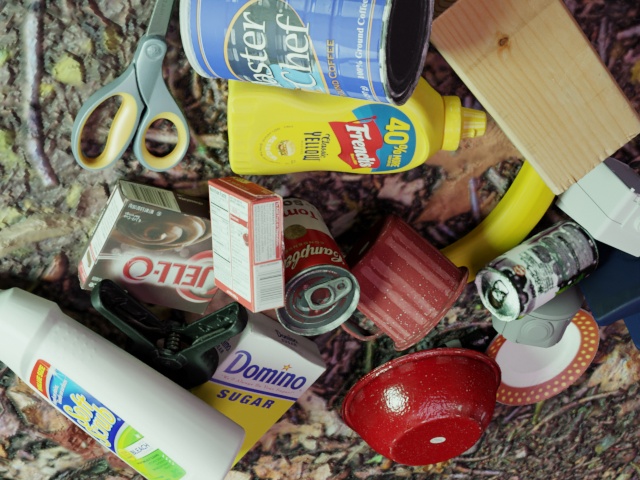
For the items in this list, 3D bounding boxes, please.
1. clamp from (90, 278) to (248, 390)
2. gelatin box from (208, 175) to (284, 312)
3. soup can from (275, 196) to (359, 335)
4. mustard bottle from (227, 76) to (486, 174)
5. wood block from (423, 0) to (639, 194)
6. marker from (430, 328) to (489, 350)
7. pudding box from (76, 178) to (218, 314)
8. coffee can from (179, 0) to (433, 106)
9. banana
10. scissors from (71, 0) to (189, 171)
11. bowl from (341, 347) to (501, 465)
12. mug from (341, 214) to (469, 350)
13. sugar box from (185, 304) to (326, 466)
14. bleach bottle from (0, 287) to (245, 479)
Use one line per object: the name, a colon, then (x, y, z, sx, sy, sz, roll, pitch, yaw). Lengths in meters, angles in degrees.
clamp: (-0.113, 0.084, 0.872, 0.120, 0.039, 0.171, 11, 153, 9)
gelatin box: (-0.055, 0.001, 0.808, 0.030, 0.073, 0.089, -10, 109, -28)
soup can: (-0.016, 0.019, 0.862, 0.068, 0.102, 0.068, -10, 127, -14)
mustard bottle: (0.028, -0.088, 0.796, 0.191, 0.058, 0.096, 0, 144, -3)
wood block: (0.151, -0.141, 0.816, 0.091, 0.090, 0.205, -39, 129, 11)
marker: (0.106, 0.114, 1.032, 0.121, 0.020, 0.020, -22, 129, -4)
pudding box: (-0.125, 0.006, 0.853, 0.113, 0.039, 0.090, 16, 118, -30)
coffee can: (-0.007, -0.149, 0.702, 0.140, 0.102, 0.103, 11, 130, 19)
banana: (0.154, -0.017, 0.941, 0.198, 0.037, 0.069, -42, 130, 12)
scissors: (-0.109, -0.127, 0.778, 0.096, 0.016, 0.202, 24, 114, -34)
bowl: (0.104, 0.170, 1.024, 0.162, 0.055, 0.162, -9, 141, -8)
mug: (0.057, 0.039, 0.906, 0.081, 0.093, 0.117, 41, 122, -7)
sugar box: (-0.087, 0.147, 0.967, 0.093, 0.048, 0.176, 31, 111, -34)
bleach bottle: (-0.186, 0.116, 0.866, 0.250, 0.068, 0.103, 38, 144, -15)
